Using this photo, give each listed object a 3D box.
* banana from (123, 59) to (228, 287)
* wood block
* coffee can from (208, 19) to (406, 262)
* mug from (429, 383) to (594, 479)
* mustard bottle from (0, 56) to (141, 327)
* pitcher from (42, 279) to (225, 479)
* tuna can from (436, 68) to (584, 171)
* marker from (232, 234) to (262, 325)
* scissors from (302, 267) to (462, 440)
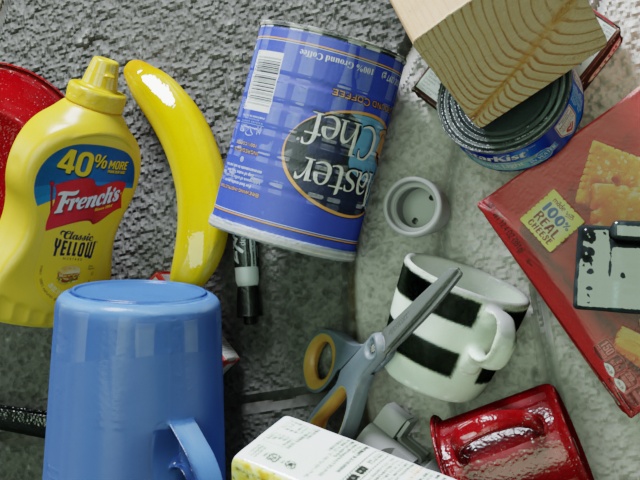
[{"bbox_3d":[-0.103,-0.046,0.776,0.069,0.037,0.198,-8,75,3],"label":"banana"},{"bbox_3d":[0.079,-0.181,0.651,0.091,0.090,0.206,-33,48,14],"label":"wood block"},{"bbox_3d":[-0.009,-0.066,0.720,0.103,0.102,0.140,16,94,18],"label":"coffee can"},{"bbox_3d":[0.120,0.135,0.670,0.081,0.117,0.093,-23,49,12],"label":"mug"},{"bbox_3d":[-0.176,-0.035,0.750,0.058,0.096,0.192,29,106,43],"label":"mustard bottle"},{"bbox_3d":[-0.116,0.154,0.703,0.149,0.145,0.243,3,96,8],"label":"pitcher"},{"bbox_3d":[0.117,-0.086,0.658,0.086,0.033,0.086,-12,64,26],"label":"tuna can"},{"bbox_3d":[-0.055,0.001,0.779,0.020,0.020,0.121,-5,88,18],"label":"marker"},{"bbox_3d":[0.030,0.061,0.695,0.202,0.016,0.096,-63,32,34],"label":"scissors"}]
